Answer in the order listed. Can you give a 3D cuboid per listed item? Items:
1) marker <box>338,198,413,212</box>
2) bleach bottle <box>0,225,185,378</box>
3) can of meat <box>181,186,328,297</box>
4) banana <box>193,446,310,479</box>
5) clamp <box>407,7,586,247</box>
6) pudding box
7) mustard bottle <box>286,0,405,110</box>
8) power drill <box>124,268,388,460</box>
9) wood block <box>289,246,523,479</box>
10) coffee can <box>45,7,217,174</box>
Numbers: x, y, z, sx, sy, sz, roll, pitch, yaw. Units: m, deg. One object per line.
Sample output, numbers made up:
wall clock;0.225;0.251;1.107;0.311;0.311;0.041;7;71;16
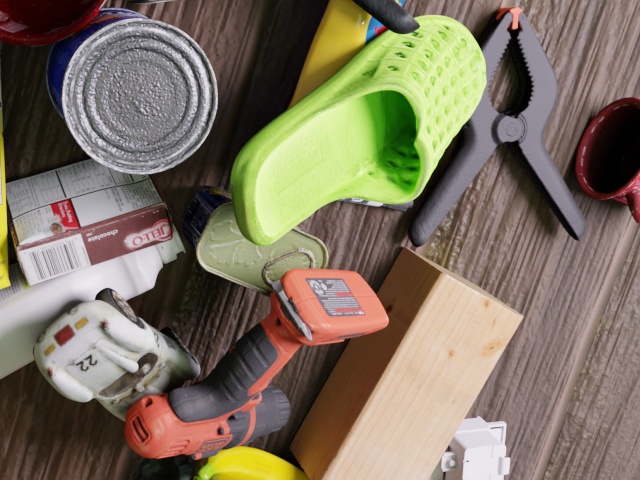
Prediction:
marker;0.022;-0.042;0.894;0.121;0.020;0.020;9;101;-20
bleach bottle;-0.218;0.052;0.795;0.250;0.103;0.068;-25;120;-11
can of meat;-0.055;0.001;0.845;0.102;0.084;0.057;24;96;-22
banana;-0.030;0.218;0.902;0.197;0.069;0.037;31;121;-25
clamp;0.166;-0.091;0.917;0.164;0.036;0.210;5;100;-17
pudding box;-0.175;-0.022;0.794;0.113;0.090;0.039;-17;129;-14
mustard bottle;0.026;-0.157;0.825;0.058;0.096;0.192;21;97;14
power drill;-0.037;0.100;0.823;0.188;0.057;0.184;-44;158;23
wood block;0.070;0.123;0.915;0.090;0.091;0.206;28;95;-22
coffee can;-0.138;-0.110;0.758;0.102;0.140;0.103;-5;106;-17
